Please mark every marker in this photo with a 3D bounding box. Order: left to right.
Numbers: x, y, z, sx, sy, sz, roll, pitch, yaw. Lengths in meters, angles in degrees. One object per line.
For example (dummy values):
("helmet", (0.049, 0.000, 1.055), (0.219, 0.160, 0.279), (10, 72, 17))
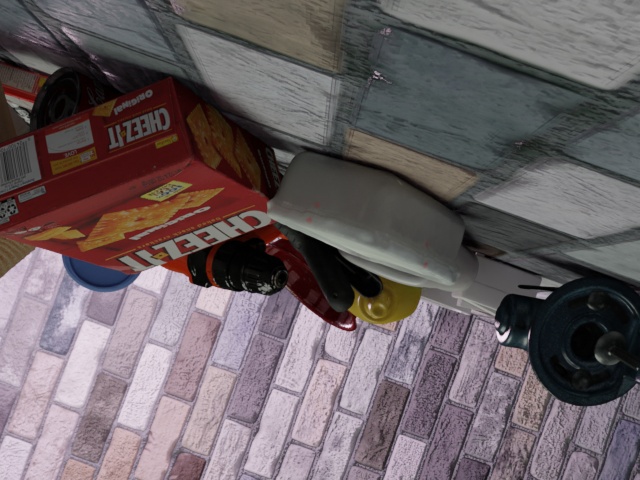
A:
("marker", (-0.303, -0.132, 1.107), (0.020, 0.020, 0.121), (18, 154, 39))

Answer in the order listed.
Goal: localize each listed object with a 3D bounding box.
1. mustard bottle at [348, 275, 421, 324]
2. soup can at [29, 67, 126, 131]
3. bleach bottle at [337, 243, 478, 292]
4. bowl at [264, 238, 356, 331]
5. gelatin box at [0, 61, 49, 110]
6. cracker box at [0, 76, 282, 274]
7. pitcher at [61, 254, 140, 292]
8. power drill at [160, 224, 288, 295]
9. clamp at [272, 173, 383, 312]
("mustard bottle", (0.059, 0.046, 1.141), (0.096, 0.058, 0.191), (18, -168, -3))
("soup can", (-0.181, -0.094, 0.894), (0.102, 0.068, 0.069), (22, 176, -43))
("bleach bottle", (0.100, 0.012, 1.074), (0.103, 0.068, 0.250), (25, -178, 18))
("bowl", (0.000, 0.043, 1.367), (0.162, 0.055, 0.162), (38, 162, 14))
("gelatin box", (-0.267, -0.140, 1.007), (0.073, 0.030, 0.089), (18, 177, 4))
("cracker box", (-0.135, -0.039, 0.826), (0.164, 0.072, 0.213), (-19, 165, 13))
("pitcher", (-0.275, -0.024, 1.468), (0.145, 0.149, 0.243), (56, -171, -22))
("power drill", (-0.057, 0.001, 1.130), (0.185, 0.057, 0.187), (15, -154, 41))
("clamp", (-0.004, -0.003, 1.017), (0.171, 0.039, 0.120), (56, -169, 16))
